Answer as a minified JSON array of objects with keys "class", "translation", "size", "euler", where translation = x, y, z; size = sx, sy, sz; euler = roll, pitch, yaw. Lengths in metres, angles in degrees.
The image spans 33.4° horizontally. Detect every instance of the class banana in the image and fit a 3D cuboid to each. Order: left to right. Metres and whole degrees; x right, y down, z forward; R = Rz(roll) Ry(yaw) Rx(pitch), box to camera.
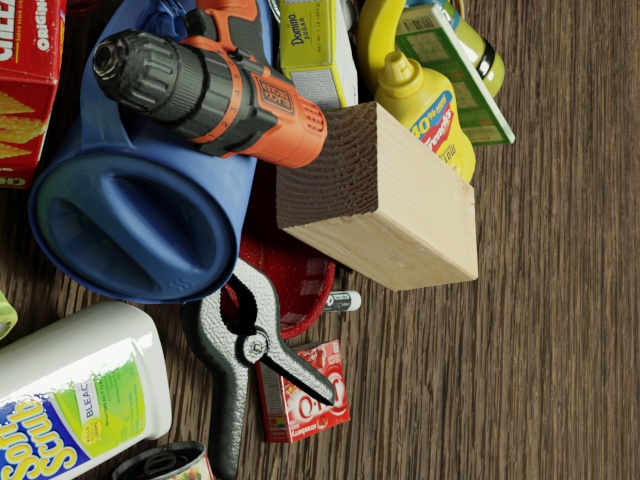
[{"class":"banana","translation":[0.068,-0.184,1.033],"size":[0.197,0.070,0.037],"euler":[67,16,-52]}]

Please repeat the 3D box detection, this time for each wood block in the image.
[{"class":"wood block","translation":[0.052,-0.029,0.892],"size":[0.205,0.090,0.091],"euler":[30,55,-57]}]

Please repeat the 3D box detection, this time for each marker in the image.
[{"class":"marker","translation":[-0.006,0.055,0.946],"size":[0.120,0.020,0.020],"euler":[1,82,-53]}]

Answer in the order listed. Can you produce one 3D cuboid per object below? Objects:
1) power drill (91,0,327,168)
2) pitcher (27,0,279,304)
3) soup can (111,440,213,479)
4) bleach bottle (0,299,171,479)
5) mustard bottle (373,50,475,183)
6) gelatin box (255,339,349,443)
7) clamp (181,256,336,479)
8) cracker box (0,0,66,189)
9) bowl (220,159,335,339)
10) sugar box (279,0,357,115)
[{"class":"power drill","translation":[-0.077,-0.140,0.639],"size":[0.184,0.057,0.188],"euler":[17,54,-56]},{"class":"pitcher","translation":[-0.100,-0.090,0.730],"size":[0.145,0.149,0.242],"euler":[31,42,-19]},{"class":"soup can","translation":[-0.100,0.201,0.751],"size":[0.068,0.069,0.102],"euler":[-27,105,-52]},{"class":"bleach bottle","translation":[-0.201,0.125,0.637],"size":[0.250,0.068,0.102],"euler":[-29,123,-47]},{"class":"mustard bottle","translation":[0.094,-0.109,1.032],"size":[0.096,0.058,0.191],"euler":[-47,142,-16]},{"class":"gelatin box","translation":[-0.013,0.128,0.912],"size":[0.089,0.030,0.073],"euler":[-7,89,-53]},{"class":"clamp","translation":[-0.061,0.086,0.775],"size":[0.120,0.039,0.171],"euler":[-43,115,-36]},{"class":"cracker box","translation":[-0.184,-0.132,0.592],"size":[0.072,0.214,0.164],"euler":[3,78,-19]},{"class":"bowl","translation":[-0.056,0.001,0.861],"size":[0.161,0.055,0.162],"euler":[15,71,-51]},{"class":"sugar box","translation":[0.001,-0.138,0.859],"size":[0.176,0.048,0.093],"euler":[74,14,-69]}]
